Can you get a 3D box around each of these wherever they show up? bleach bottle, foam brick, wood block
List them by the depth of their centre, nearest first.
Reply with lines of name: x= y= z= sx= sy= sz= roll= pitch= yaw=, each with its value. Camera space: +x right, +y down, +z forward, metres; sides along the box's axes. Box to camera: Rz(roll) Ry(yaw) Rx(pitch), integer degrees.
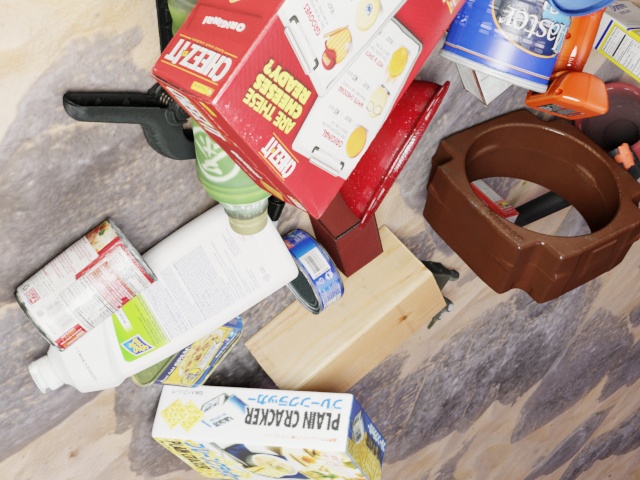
bleach bottle: x=-0.150 y=0.054 z=0.964 sx=0.250 sy=0.102 sz=0.068 roll=-30 pitch=-172 yaw=-8
foam brick: x=0.027 y=-0.010 z=1.108 sx=0.051 sy=0.053 sz=0.078 roll=-36 pitch=148 yaw=-12
wood block: x=0.030 y=0.094 z=1.202 sx=0.206 sy=0.090 sz=0.090 roll=-40 pitch=147 yaw=-5

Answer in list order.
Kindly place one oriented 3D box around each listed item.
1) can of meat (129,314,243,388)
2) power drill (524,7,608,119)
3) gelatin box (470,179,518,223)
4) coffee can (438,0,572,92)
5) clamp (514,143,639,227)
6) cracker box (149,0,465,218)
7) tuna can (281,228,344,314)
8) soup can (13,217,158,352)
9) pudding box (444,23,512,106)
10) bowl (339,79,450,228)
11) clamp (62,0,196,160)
can of meat: x=-0.135 y=0.098 z=1.056 sx=0.102 sy=0.057 sz=0.083 roll=-50 pitch=150 yaw=12
power drill: x=0.255 y=-0.209 z=0.981 sx=0.184 sy=0.057 sz=0.187 roll=-165 pitch=-88 yaw=-84
gelatin box: x=0.184 y=-0.019 z=1.251 sx=0.030 sy=0.073 sz=0.089 roll=-15 pitch=139 yaw=-37
coffee can: x=0.177 y=-0.214 z=0.949 sx=0.102 sy=0.103 sz=0.140 roll=3 pitch=112 yaw=-49
clamp: x=0.337 y=-0.067 z=1.294 sx=0.164 sy=0.036 sz=0.210 roll=-11 pitch=165 yaw=-18
cracker box: x=0.001 y=-0.147 z=0.735 sx=0.213 sy=0.072 sz=0.164 roll=-56 pitch=145 yaw=-9
tuna can: x=-0.014 y=0.031 z=1.081 sx=0.033 sy=0.086 sz=0.086 roll=-34 pitch=148 yaw=-17
soup can: x=-0.198 y=0.038 z=0.901 sx=0.102 sy=0.069 sz=0.068 roll=-38 pitch=148 yaw=-7
pudding box: x=0.177 y=-0.198 z=1.062 sx=0.090 sy=0.039 sz=0.113 roll=-38 pitch=146 yaw=-2
bowl: x=0.058 y=-0.093 z=1.004 sx=0.162 sy=0.055 sz=0.162 roll=-58 pitch=175 yaw=-8
clamp: x=-0.125 y=-0.106 z=0.836 sx=0.120 sy=0.039 sz=0.171 roll=-39 pitch=144 yaw=-5
